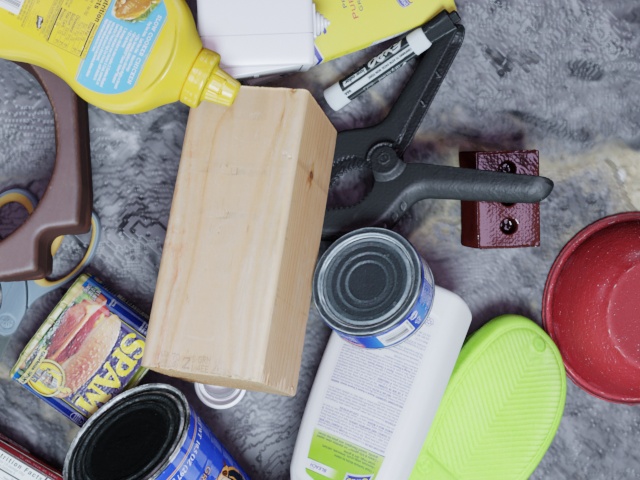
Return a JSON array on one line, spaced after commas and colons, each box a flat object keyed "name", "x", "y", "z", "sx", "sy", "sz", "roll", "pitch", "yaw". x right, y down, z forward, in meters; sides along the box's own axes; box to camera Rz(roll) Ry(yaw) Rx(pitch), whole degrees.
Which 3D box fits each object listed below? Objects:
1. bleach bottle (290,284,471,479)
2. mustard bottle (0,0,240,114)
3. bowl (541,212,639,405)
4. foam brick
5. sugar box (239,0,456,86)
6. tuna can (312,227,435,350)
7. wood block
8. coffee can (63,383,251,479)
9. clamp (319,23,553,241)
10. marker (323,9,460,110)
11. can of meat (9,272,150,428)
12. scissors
[{"name": "bleach bottle", "x": 0.022, "y": 0.146, "z": 0.791, "sx": 0.103, "sy": 0.068, "sz": 0.250, "roll": 18, "pitch": 73, "yaw": 26}, {"name": "mustard bottle", "x": -0.143, "y": -0.140, "z": 0.717, "sx": 0.191, "sy": 0.058, "sz": 0.096, "roll": 26, "pitch": 92, "yaw": -3}, {"name": "bowl", "x": 0.266, "y": 0.058, "z": 0.865, "sx": 0.162, "sy": 0.055, "sz": 0.162, "roll": 0, "pitch": 92, "yaw": -7}, {"name": "foam brick", "x": 0.142, "y": -0.034, "z": 0.848, "sx": 0.053, "sy": 0.051, "sz": 0.078, "roll": -3, "pitch": 92, "yaw": -7}, {"name": "sugar box", "x": 0.007, "y": -0.189, "z": 0.830, "sx": 0.176, "sy": 0.048, "sz": 0.093, "roll": -21, "pitch": 95, "yaw": -6}, {"name": "tuna can", "x": 0.038, "y": 0.034, "z": 0.778, "sx": 0.086, "sy": 0.033, "sz": 0.086, "roll": -9, "pitch": 65, "yaw": 19}, {"name": "wood block", "x": -0.054, "y": 0.001, "z": 0.773, "sx": 0.090, "sy": 0.090, "sz": 0.206, "roll": 5, "pitch": 77, "yaw": 17}, {"name": "coffee can", "x": -0.105, "y": 0.187, "z": 0.777, "sx": 0.103, "sy": 0.103, "sz": 0.140, "roll": -35, "pitch": 124, "yaw": -4}, {"name": "clamp", "x": 0.055, "y": -0.068, "z": 0.825, "sx": 0.210, "sy": 0.036, "sz": 0.164, "roll": -22, "pitch": 65, "yaw": 12}, {"name": "marker", "x": 0.056, "y": -0.141, "z": 0.827, "sx": 0.121, "sy": 0.020, "sz": 0.020, "roll": -32, "pitch": 96, "yaw": 20}, {"name": "can of meat", "x": -0.175, "y": 0.087, "z": 0.815, "sx": 0.084, "sy": 0.057, "sz": 0.102, "roll": 37, "pitch": 88, "yaw": -5}, {"name": "scissors", "x": -0.252, "y": 0.045, "z": 0.824, "sx": 0.096, "sy": 0.016, "sz": 0.202, "roll": 40, "pitch": 87, "yaw": -5}]
